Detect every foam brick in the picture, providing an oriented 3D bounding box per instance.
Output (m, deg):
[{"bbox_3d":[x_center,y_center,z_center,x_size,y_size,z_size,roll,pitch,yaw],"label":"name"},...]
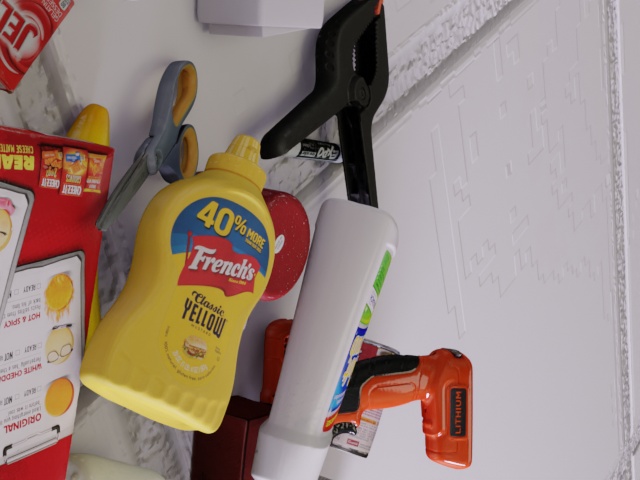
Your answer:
[{"bbox_3d":[-0.068,0.171,0.863,0.051,0.053,0.078,-7,106,-56],"label":"foam brick"}]

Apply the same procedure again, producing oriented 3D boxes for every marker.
[{"bbox_3d":[0.001,-0.078,0.926,0.120,0.020,0.020,1,98,-57],"label":"marker"}]

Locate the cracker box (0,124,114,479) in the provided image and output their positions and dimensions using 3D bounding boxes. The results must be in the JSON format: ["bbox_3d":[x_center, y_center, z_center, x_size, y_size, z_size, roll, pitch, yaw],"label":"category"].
[{"bbox_3d":[-0.208,0.039,0.592,0.163,0.072,0.214,4,96,-58],"label":"cracker box"}]

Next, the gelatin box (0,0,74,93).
[{"bbox_3d":[-0.189,-0.139,0.607,0.073,0.030,0.089,-63,143,-24],"label":"gelatin box"}]

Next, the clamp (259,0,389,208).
[{"bbox_3d":[0.015,-0.122,0.901,0.164,0.036,0.210,29,66,-53],"label":"clamp"}]

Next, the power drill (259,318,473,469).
[{"bbox_3d":[0.037,0.161,0.920,0.187,0.057,0.184,2,88,-17],"label":"power drill"}]

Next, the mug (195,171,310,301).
[{"bbox_3d":[-0.055,0.001,0.805,0.117,0.082,0.093,17,85,-57],"label":"mug"}]

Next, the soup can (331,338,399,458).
[{"bbox_3d":[0.027,0.142,0.985,0.068,0.069,0.102,32,72,-55],"label":"soup can"}]

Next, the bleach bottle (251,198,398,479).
[{"bbox_3d":[-0.002,0.099,0.840,0.102,0.068,0.251,77,29,-73],"label":"bleach bottle"}]

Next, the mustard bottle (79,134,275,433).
[{"bbox_3d":[-0.077,0.018,0.681,0.096,0.058,0.191,33,65,-35],"label":"mustard bottle"}]

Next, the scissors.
[{"bbox_3d":[-0.109,-0.043,0.709,0.201,0.016,0.096,-78,167,-45],"label":"scissors"}]
